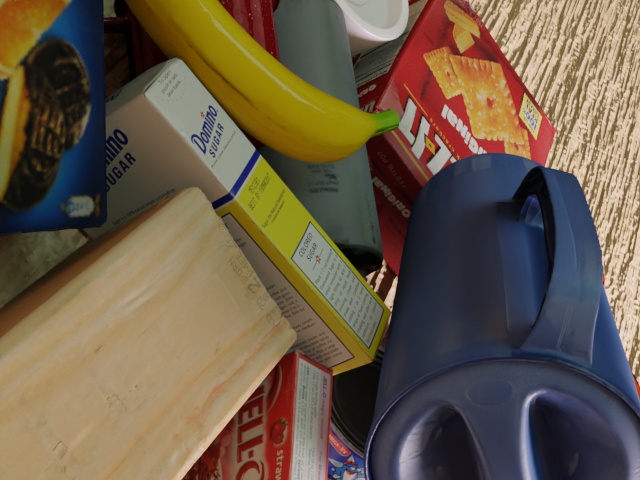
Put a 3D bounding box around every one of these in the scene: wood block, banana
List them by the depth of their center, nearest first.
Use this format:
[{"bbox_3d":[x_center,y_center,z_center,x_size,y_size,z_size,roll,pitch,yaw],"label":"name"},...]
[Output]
[{"bbox_3d":[-0.107,0.071,0.430,0.090,0.091,0.205,57,37,-11],"label":"wood block"},{"bbox_3d":[-0.046,-0.098,0.526,0.197,0.037,0.069,40,36,-16],"label":"banana"}]

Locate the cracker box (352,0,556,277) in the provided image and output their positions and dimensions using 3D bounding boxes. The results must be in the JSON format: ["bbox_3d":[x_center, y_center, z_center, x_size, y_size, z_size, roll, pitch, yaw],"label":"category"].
[{"bbox_3d":[0.090,-0.074,0.784,0.164,0.072,0.213,50,39,-20],"label":"cracker box"}]

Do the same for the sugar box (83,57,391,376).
[{"bbox_3d":[-0.053,0.000,0.538,0.176,0.094,0.048,52,37,-19],"label":"sugar box"}]

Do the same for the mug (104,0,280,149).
[{"bbox_3d":[-0.074,-0.094,0.581,0.117,0.093,0.081,-2,75,-22],"label":"mug"}]

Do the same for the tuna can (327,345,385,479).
[{"bbox_3d":[0.025,0.101,0.611,0.086,0.034,0.086,24,39,-21],"label":"tuna can"}]

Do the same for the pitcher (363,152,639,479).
[{"bbox_3d":[0.101,0.040,0.578,0.145,0.149,0.242,53,23,-22],"label":"pitcher"}]

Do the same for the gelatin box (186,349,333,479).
[{"bbox_3d":[-0.032,0.105,0.522,0.030,0.073,0.089,33,47,-38],"label":"gelatin box"}]
